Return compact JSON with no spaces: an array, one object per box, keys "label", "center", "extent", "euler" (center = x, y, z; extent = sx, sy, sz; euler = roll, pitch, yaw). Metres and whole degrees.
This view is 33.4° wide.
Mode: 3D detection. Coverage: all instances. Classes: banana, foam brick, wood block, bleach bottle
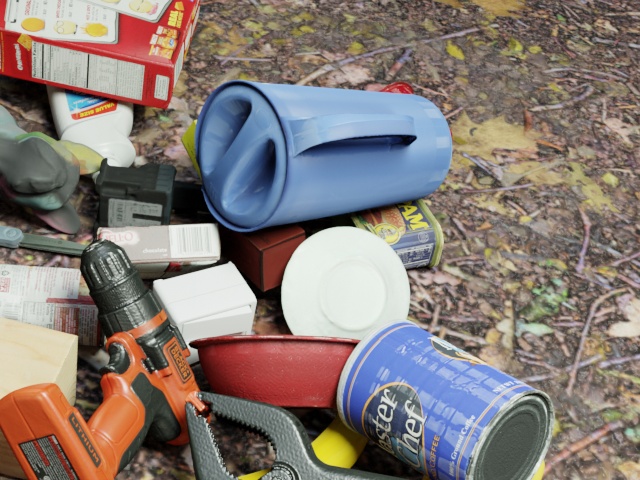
[{"label":"banana","center":[-0.019,0.184,0.885],"extent":[0.197,0.037,0.070],"euler":[-19,53,-31]},{"label":"foam brick","center":[-0.057,0.001,1.019],"extent":[0.052,0.051,0.078],"euler":[-23,44,-27]},{"label":"wood block","center":[-0.309,0.110,0.851],"extent":[0.206,0.091,0.090],"euler":[14,42,0]},{"label":"bleach bottle","center":[-0.246,-0.150,1.181],"extent":[0.102,0.068,0.251],"euler":[-5,47,-19]}]

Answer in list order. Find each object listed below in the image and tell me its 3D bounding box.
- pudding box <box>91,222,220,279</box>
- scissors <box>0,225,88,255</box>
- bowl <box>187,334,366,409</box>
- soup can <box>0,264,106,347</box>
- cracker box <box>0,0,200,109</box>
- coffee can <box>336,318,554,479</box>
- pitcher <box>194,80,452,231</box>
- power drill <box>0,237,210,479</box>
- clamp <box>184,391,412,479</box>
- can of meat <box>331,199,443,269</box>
[{"label":"pudding box","center":[-0.157,0.012,1.000],"extent":[0.113,0.090,0.039],"euler":[-1,79,-18]},{"label":"scissors","center":[-0.313,0.007,1.023],"extent":[0.202,0.016,0.096],"euler":[20,43,8]},{"label":"bowl","center":[-0.032,0.114,0.903],"extent":[0.162,0.162,0.055],"euler":[3,79,-12]},{"label":"soup can","center":[-0.239,0.058,0.945],"extent":[0.102,0.069,0.068],"euler":[5,42,-9]},{"label":"cracker box","center":[-0.250,-0.234,1.166],"extent":[0.213,0.072,0.164],"euler":[11,45,-3]},{"label":"coffee can","center":[0.097,0.135,0.843],"extent":[0.102,0.103,0.140],"euler":[-25,36,-35]},{"label":"pitcher","center":[0.018,-0.085,1.002],"extent":[0.242,0.145,0.149],"euler":[-8,38,-42]},{"label":"power drill","center":[-0.166,0.106,0.819],"extent":[0.057,0.184,0.187],"euler":[-21,12,27]},{"label":"clamp","center":[-0.021,0.186,0.821],"extent":[0.164,0.036,0.210],"euler":[-36,69,-14]},{"label":"can of meat","center":[0.066,-0.012,1.111],"extent":[0.083,0.057,0.102],"euler":[-10,46,-21]}]
